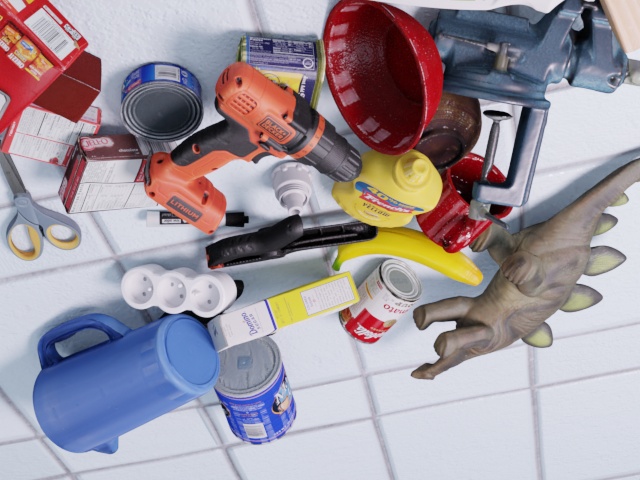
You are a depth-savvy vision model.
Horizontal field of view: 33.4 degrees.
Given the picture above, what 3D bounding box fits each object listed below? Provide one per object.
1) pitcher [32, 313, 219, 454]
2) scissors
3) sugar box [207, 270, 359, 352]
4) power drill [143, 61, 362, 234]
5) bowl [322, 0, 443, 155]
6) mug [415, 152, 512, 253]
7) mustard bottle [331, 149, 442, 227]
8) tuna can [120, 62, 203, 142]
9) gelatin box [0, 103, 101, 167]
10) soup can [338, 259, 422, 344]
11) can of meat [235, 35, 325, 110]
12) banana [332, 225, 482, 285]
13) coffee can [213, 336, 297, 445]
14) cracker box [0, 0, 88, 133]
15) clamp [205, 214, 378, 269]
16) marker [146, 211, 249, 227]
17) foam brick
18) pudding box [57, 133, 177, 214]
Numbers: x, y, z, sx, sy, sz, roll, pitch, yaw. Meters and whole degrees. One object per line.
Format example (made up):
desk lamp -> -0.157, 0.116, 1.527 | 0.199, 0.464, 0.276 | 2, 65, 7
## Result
pitcher -> -0.254, 0.172, 1.378 | 0.243, 0.145, 0.149 | -26, 143, 33
scissors -> -0.319, -0.043, 1.216 | 0.096, 0.016, 0.202 | 2, 141, -14
sugar box -> -0.048, 0.088, 1.327 | 0.176, 0.048, 0.093 | -16, 174, -17
power drill -> -0.075, -0.082, 1.094 | 0.188, 0.057, 0.184 | -34, 127, 30
bowl -> 0.070, -0.168, 1.049 | 0.055, 0.162, 0.162 | -24, 148, -28
mug -> 0.162, -0.033, 1.230 | 0.093, 0.117, 0.082 | 24, 137, -17
mustard bottle -> 0.079, -0.060, 1.152 | 0.096, 0.058, 0.192 | 26, 167, -8
tuna can -> -0.164, -0.143, 1.107 | 0.086, 0.034, 0.086 | -4, 140, -4
gelatin box -> -0.283, -0.117, 1.123 | 0.089, 0.030, 0.073 | 13, 135, -24
soup can -> 0.078, 0.079, 1.385 | 0.068, 0.068, 0.102 | 17, 134, -27
can of meat -> -0.046, -0.159, 1.089 | 0.084, 0.057, 0.102 | 3, 140, -10
banana -> 0.100, 0.013, 1.289 | 0.198, 0.037, 0.069 | 7, 136, 28
coffee can -> -0.093, 0.206, 1.483 | 0.103, 0.103, 0.140 | -10, 141, 3
cracker box -> -0.342, -0.169, 0.981 | 0.214, 0.072, 0.164 | -35, 108, 31
clamp -> -0.058, 0.002, 1.249 | 0.210, 0.036, 0.164 | -12, 170, 28
marker -> -0.145, -0.025, 1.263 | 0.121, 0.020, 0.020 | 0, 140, -9
foam brick -> -0.262, -0.163, 1.054 | 0.078, 0.051, 0.053 | 24, 130, -33
pudding box -> -0.218, -0.073, 1.154 | 0.113, 0.039, 0.090 | -5, 146, -34
